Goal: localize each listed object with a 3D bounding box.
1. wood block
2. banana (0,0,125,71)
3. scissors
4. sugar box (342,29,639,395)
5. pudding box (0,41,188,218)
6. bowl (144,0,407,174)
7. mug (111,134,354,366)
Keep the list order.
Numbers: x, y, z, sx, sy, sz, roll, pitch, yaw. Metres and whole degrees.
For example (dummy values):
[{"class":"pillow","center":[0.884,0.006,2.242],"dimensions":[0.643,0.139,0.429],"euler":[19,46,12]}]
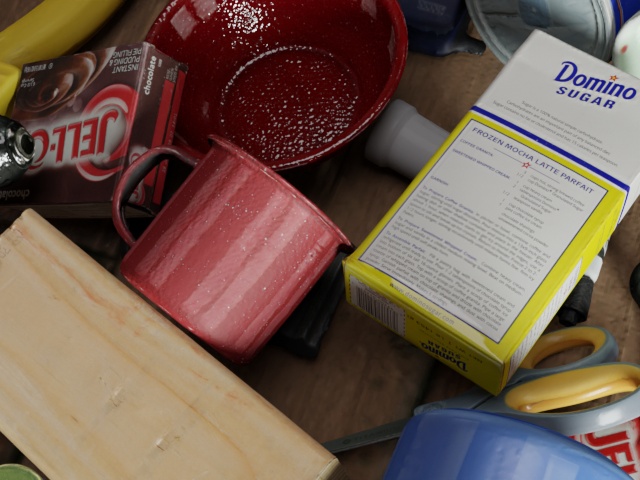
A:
[{"class":"wood block","center":[-0.090,0.087,0.517],"dimensions":[0.206,0.091,0.090],"euler":[36,75,25]},{"class":"banana","center":[-0.163,-0.165,0.706],"dimensions":[0.070,0.037,0.197],"euler":[35,69,21]},{"class":"scissors","center":[0.070,0.081,0.553],"dimensions":[0.202,0.016,0.096],"euler":[-11,21,23]},{"class":"sugar box","center":[0.099,-0.019,0.536],"dimensions":[0.093,0.048,0.176],"euler":[32,65,21]},{"class":"pudding box","center":[-0.132,-0.059,0.605],"dimensions":[0.114,0.039,0.090],"euler":[-1,73,41]},{"class":"bowl","center":[-0.025,-0.096,0.639],"dimensions":[0.162,0.055,0.162],"euler":[-5,62,10]},{"class":"mug","center":[-0.053,0.001,0.529],"dimensions":[0.117,0.093,0.081],"euler":[38,84,9]}]
